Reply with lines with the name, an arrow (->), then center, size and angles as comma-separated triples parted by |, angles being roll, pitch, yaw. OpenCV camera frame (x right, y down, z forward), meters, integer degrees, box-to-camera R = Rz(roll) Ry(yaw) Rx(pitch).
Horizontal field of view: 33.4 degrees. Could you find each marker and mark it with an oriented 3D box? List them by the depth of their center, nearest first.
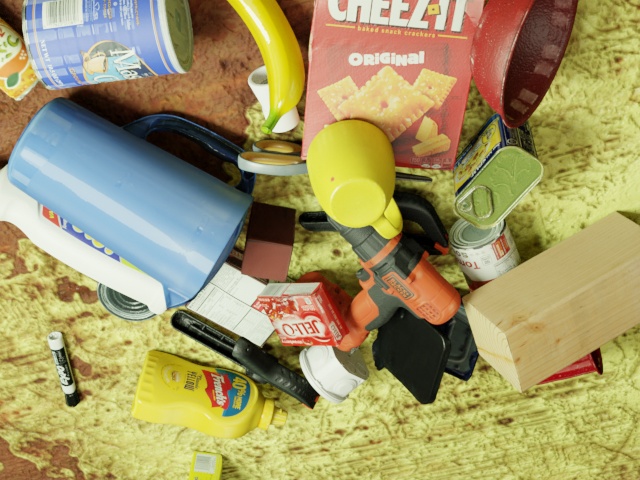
marker -> -0.329, 0.168, 1.373 | 0.020, 0.020, 0.121 | -2, 126, 4

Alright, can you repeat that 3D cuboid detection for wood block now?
wood block -> 0.273, 0.065, 1.169 | 0.206, 0.091, 0.090 | -29, 124, -11

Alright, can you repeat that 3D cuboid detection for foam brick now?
foam brick -> -0.058, 0.001, 1.201 | 0.053, 0.078, 0.051 | 11, 124, -5

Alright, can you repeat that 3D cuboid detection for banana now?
banana -> -0.062, -0.208, 1.050 | 0.037, 0.069, 0.198 | -14, 102, 53

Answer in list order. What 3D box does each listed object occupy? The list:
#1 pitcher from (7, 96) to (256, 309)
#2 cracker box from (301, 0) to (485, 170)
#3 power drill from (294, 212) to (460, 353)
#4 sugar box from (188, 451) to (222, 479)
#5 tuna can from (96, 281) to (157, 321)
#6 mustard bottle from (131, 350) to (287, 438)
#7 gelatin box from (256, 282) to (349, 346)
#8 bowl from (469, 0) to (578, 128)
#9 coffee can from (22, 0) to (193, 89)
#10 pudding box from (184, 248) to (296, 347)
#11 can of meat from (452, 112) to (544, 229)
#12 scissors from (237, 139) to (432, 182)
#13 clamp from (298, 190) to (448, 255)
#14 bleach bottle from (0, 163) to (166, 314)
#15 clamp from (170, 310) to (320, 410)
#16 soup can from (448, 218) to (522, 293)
pitcher -> -0.195, -0.056, 1.131 | 0.243, 0.149, 0.145 | 31, 123, -4
cracker box -> 0.070, -0.178, 1.068 | 0.164, 0.072, 0.214 | 5, 125, -1
power drill -> 0.041, 0.043, 1.191 | 0.184, 0.057, 0.188 | 45, 143, -7
sugar box -> -0.165, 0.385, 1.475 | 0.048, 0.093, 0.176 | 9, 125, -3
tuna can -> -0.223, 0.055, 1.276 | 0.086, 0.033, 0.086 | 2, 126, 2
mustard bottle -> -0.135, 0.201, 1.337 | 0.191, 0.096, 0.058 | 16, 125, -8
gelatin box -> -0.020, 0.085, 1.214 | 0.089, 0.030, 0.073 | -3, 124, 42
bowl -> 0.189, -0.192, 1.024 | 0.055, 0.161, 0.162 | 24, 130, 24
coffee can -> -0.205, -0.207, 1.044 | 0.140, 0.102, 0.103 | -6, 125, 8
pudding box -> -0.092, 0.067, 1.275 | 0.113, 0.039, 0.090 | 31, 122, -16
can of meat -> 0.184, -0.076, 1.127 | 0.057, 0.084, 0.102 | 29, 122, -17
scissors -> 0.011, -0.084, 1.136 | 0.201, 0.096, 0.016 | 2, 113, -10
clamp -> 0.071, -0.038, 1.190 | 0.171, 0.039, 0.120 | 17, 130, -6
bleach bottle -> -0.271, -0.012, 1.189 | 0.250, 0.102, 0.068 | 24, 150, -14
clamp -> -0.070, 0.152, 1.291 | 0.209, 0.165, 0.036 | 35, 79, -28
soup can -> 0.192, 0.024, 1.209 | 0.068, 0.068, 0.102 | -17, 124, 15
